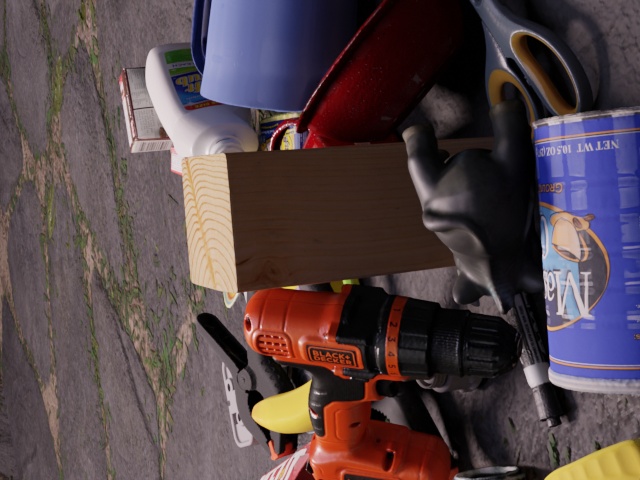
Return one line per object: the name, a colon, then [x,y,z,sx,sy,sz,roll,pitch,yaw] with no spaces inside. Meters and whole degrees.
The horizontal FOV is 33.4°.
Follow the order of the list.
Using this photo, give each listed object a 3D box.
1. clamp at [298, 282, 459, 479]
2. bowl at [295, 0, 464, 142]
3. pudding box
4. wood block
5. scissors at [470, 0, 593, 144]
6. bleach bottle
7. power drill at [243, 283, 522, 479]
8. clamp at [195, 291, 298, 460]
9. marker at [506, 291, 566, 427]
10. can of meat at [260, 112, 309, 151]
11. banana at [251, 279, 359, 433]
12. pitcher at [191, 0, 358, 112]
clamp: [0.033,0.143,0.898,0.210,0.036,0.165,44,136,35]
bowl: [0.053,-0.124,0.765,0.055,0.161,0.162,40,144,3]
pudding box: [-0.162,-0.150,1.195,0.039,0.113,0.090,139,122,-64]
wood block: [0.017,-0.021,0.749,0.090,0.205,0.091,5,100,64]
scissors: [0.107,-0.144,0.710,0.202,0.016,0.096,54,151,24]
bleach bottle: [-0.108,-0.128,1.060,0.251,0.102,0.068,-123,33,-57]
power drill: [0.049,0.108,0.744,0.187,0.185,0.057,79,-155,-43]
clamp: [-0.058,0.122,1.028,0.171,0.039,0.120,61,143,15]
marker: [0.141,0.068,0.726,0.020,0.020,0.121,-46,55,57]
can of meat: [-0.018,-0.073,0.980,0.102,0.057,0.084,3,96,64]
banana: [0.004,0.110,0.865,0.198,0.037,0.070,-57,50,37]
pitcher: [-0.035,-0.233,0.900,0.145,0.149,0.243,-97,12,-76]
